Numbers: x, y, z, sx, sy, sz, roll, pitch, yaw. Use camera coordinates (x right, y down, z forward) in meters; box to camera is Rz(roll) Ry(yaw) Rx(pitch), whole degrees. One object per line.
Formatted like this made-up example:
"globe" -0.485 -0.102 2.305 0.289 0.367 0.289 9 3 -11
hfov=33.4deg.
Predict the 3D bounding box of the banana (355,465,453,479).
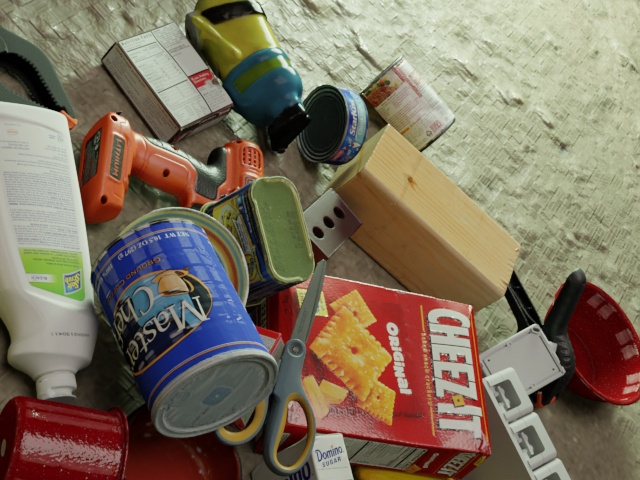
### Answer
"banana" 0.118 0.261 1.030 0.197 0.037 0.069 44 43 -9

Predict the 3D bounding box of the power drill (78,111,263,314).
"power drill" -0.133 -0.029 0.996 0.187 0.057 0.184 19 55 -33

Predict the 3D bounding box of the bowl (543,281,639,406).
"bowl" 0.316 0.130 1.275 0.161 0.055 0.162 22 50 -29

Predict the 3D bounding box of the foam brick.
"foam brick" -0.006 -0.007 1.092 0.053 0.051 0.078 49 43 -3

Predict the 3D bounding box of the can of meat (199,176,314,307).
"can of meat" -0.056 0.001 0.949 0.057 0.084 0.102 -8 79 -40

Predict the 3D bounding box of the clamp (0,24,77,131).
"clamp" -0.302 -0.176 0.960 0.210 0.036 0.164 39 45 -17

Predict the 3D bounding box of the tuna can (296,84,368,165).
"tuna can" 0.013 -0.125 1.162 0.033 0.086 0.086 7 59 -40

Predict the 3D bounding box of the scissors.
"scissors" -0.041 0.098 0.897 0.096 0.016 0.201 9 59 -14

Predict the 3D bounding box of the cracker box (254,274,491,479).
"cracker box" 0.047 0.125 1.005 0.213 0.072 0.164 12 54 -19

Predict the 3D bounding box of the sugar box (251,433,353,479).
"sugar box" -0.002 0.259 0.887 0.048 0.093 0.176 2 61 -40

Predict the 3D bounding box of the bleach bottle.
"bleach bottle" -0.240 0.012 0.871 0.102 0.068 0.251 4 63 -39

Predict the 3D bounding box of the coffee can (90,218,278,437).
"coffee can" -0.108 0.068 0.837 0.102 0.103 0.140 0 47 -41

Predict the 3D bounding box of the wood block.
"wood block" 0.110 -0.015 1.169 0.206 0.090 0.090 42 45 -12

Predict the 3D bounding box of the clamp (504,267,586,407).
"clamp" 0.254 0.102 1.189 0.039 0.120 0.171 -16 96 -32

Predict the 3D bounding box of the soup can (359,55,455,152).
"soup can" 0.105 -0.162 1.280 0.102 0.069 0.068 48 43 -6

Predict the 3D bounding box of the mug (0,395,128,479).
"mug" -0.200 0.173 0.788 0.081 0.093 0.117 17 89 -27

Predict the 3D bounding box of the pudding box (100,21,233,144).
"pudding box" -0.153 -0.159 1.077 0.113 0.039 0.089 53 43 3
